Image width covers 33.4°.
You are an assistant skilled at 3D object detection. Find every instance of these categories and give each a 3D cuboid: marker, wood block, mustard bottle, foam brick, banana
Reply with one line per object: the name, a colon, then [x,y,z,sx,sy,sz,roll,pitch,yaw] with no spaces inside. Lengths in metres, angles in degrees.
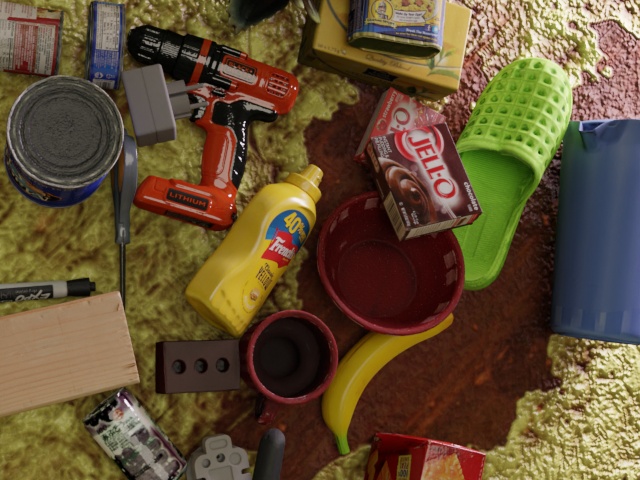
marker: [-0.282,0.049,1.047,0.121,0.020,0.020,-4,85,-17]
wood block: [-0.285,0.114,1.003,0.205,0.090,0.091,-12,89,-18]
mustard bottle: [-0.057,0.002,1.084,0.058,0.096,0.191,26,72,29]
foam brick: [-0.124,0.126,1.070,0.078,0.051,0.053,-1,84,-17]
banana: [0.061,0.131,1.137,0.197,0.037,0.069,-48,116,-14]

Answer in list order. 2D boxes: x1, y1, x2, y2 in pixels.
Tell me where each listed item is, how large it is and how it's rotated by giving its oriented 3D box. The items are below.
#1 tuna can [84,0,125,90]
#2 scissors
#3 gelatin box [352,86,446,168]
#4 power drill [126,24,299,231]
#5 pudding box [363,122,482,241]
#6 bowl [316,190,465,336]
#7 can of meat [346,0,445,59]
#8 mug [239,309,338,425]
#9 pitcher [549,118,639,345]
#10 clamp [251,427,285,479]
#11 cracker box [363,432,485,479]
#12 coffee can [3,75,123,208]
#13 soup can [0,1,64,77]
tuna can: [-0.214,-0.193,1.058,0.033,0.086,0.086,3,83,-15]
scissors: [-0.191,-0.016,1.047,0.016,0.096,0.202,-2,82,-20]
gelatin box: [0.087,-0.111,1.170,0.073,0.030,0.089,27,77,-12]
power drill: [-0.130,-0.115,1.090,0.184,0.057,0.187,18,81,-8]
pudding box: [0.106,-0.062,1.119,0.090,0.039,0.113,-14,72,-17]
bowl: [0.068,0.031,1.125,0.162,0.055,0.162,5,67,-13]
can of meat: [0.079,-0.237,1.095,0.102,0.057,0.084,6,84,-15]
mug: [-0.042,0.130,1.079,0.093,0.082,0.117,19,79,-14]
pitcher: [0.330,-0.008,1.191,0.149,0.145,0.243,8,86,-4]
clamp: [-0.052,0.308,1.048,0.164,0.036,0.210,44,70,-39]
cracker box: [0.082,0.302,1.056,0.072,0.164,0.213,17,80,-13]
coffee can: [-0.245,-0.089,1.009,0.102,0.140,0.103,2,84,-17]
soup can: [-0.305,-0.197,1.040,0.102,0.069,0.068,5,83,-16]
